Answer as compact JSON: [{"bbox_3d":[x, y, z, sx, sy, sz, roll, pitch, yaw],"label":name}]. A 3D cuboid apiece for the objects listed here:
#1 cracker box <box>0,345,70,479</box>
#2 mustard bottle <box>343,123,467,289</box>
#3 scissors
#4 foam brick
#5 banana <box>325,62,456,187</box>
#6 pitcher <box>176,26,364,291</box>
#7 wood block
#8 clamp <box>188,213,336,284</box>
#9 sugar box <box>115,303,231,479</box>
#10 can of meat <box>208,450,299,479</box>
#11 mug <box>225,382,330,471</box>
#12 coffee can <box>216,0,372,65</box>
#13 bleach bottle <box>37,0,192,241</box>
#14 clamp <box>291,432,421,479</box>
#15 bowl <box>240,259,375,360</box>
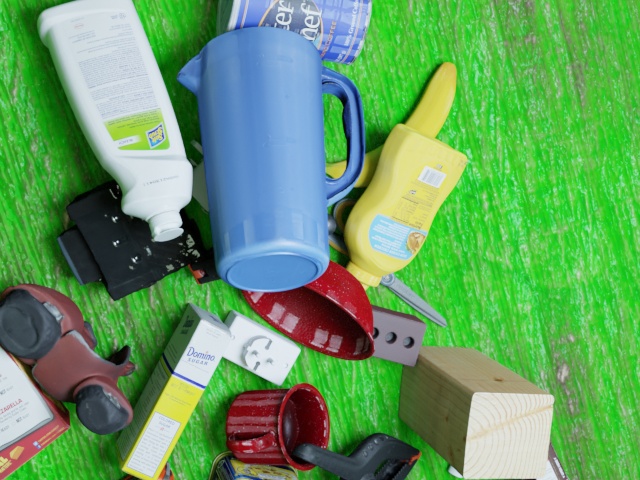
[{"bbox_3d":[-0.385,0.154,1.086,0.164,0.072,0.213,-38,104,-7],"label":"cracker box"},{"bbox_3d":[0.078,-0.024,1.156,0.096,0.058,0.192,18,103,-40],"label":"mustard bottle"},{"bbox_3d":[0.075,0.021,1.211,0.201,0.016,0.096,23,92,-16],"label":"scissors"},{"bbox_3d":[0.072,0.104,1.203,0.078,0.051,0.053,15,94,-16],"label":"foam brick"},{"bbox_3d":[0.086,-0.116,1.183,0.197,0.037,0.069,-37,107,-7],"label":"banana"},{"bbox_3d":[-0.044,-0.077,1.051,0.149,0.144,0.243,-18,62,25],"label":"pitcher"},{"bbox_3d":[0.162,0.180,1.157,0.090,0.206,0.090,4,97,-14],"label":"wood block"},{"bbox_3d":[-0.057,0.001,1.125,0.171,0.120,0.039,-30,99,-5],"label":"clamp"},{"bbox_3d":[-0.156,0.159,1.132,0.048,0.093,0.176,30,90,-17],"label":"sugar box"},{"bbox_3d":[-0.067,0.278,1.176,0.102,0.084,0.057,15,94,-16],"label":"can of meat"},{"bbox_3d":[-0.055,0.205,1.147,0.117,0.082,0.093,-21,101,-54],"label":"mug"},{"bbox_3d":[-0.029,-0.243,1.103,0.140,0.103,0.103,7,96,-15],"label":"coffee can"},{"bbox_3d":[-0.194,-0.116,1.044,0.102,0.068,0.251,-17,75,-12],"label":"bleach bottle"},{"bbox_3d":[0.036,0.278,1.175,0.209,0.036,0.164,-9,112,-48],"label":"clamp"},{"bbox_3d":[-0.004,0.062,1.138,0.162,0.162,0.055,38,64,-16],"label":"bowl"}]
